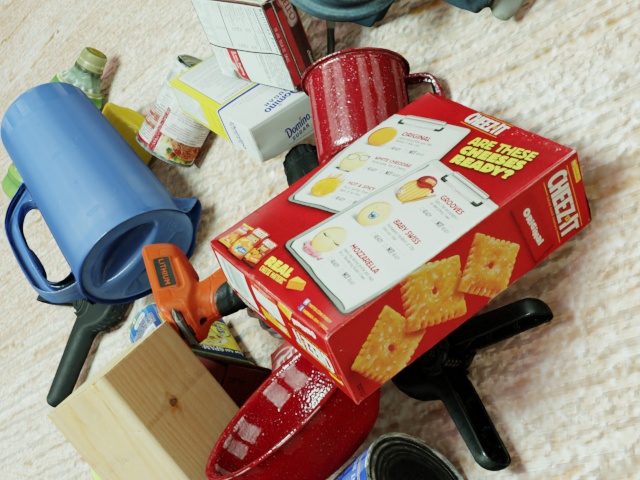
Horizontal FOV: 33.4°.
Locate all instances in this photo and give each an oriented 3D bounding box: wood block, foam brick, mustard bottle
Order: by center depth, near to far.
[{"bbox_3d":[-0.105,0.180,0.856,0.090,0.090,0.206,-34,96,40],"label":"wood block"},{"bbox_3d":[-0.070,0.134,0.935,0.051,0.078,0.053,9,82,53],"label":"foam brick"},{"bbox_3d":[-0.256,-0.060,1.253,0.096,0.058,0.192,39,108,45],"label":"mustard bottle"}]

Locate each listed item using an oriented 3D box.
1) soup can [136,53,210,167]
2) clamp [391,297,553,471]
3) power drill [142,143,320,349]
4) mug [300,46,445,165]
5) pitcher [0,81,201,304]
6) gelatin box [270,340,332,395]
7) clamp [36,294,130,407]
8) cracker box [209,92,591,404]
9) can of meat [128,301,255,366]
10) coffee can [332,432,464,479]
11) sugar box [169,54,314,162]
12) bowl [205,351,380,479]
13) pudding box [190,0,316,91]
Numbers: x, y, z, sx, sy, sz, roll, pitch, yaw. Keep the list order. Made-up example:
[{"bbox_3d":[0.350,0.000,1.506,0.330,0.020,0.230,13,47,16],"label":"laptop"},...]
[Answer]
[{"bbox_3d":[-0.144,-0.138,1.133,0.102,0.068,0.069,-60,40,16],"label":"soup can"},{"bbox_3d":[0.094,0.095,0.778,0.172,0.039,0.120,3,75,58],"label":"clamp"},{"bbox_3d":[-0.056,0.001,0.914,0.187,0.057,0.184,-26,38,1],"label":"power drill"},{"bbox_3d":[0.046,-0.103,0.881,0.117,0.093,0.081,-11,69,9],"label":"mug"},{"bbox_3d":[-0.253,-0.052,1.129,0.243,0.148,0.145,50,124,31],"label":"pitcher"},{"bbox_3d":[-0.005,0.102,0.889,0.089,0.030,0.073,-44,31,29],"label":"gelatin box"},{"bbox_3d":[-0.271,0.071,1.240,0.210,0.036,0.165,-49,44,26],"label":"clamp"},{"bbox_3d":[0.054,-0.004,0.749,0.213,0.072,0.164,-35,36,-16],"label":"cracker box"},{"bbox_3d":[-0.121,0.105,0.990,0.057,0.101,0.084,-60,38,17],"label":"can of meat"},{"bbox_3d":[0.031,0.218,0.758,0.140,0.102,0.103,-48,44,29],"label":"coffee can"},{"bbox_3d":[-0.065,-0.136,1.018,0.093,0.048,0.176,-34,38,-15],"label":"sugar box"},{"bbox_3d":[-0.009,0.132,0.781,0.162,0.055,0.162,-42,10,9],"label":"bowl"},{"bbox_3d":[-0.060,-0.187,0.962,0.114,0.090,0.039,19,51,44],"label":"pudding box"}]
